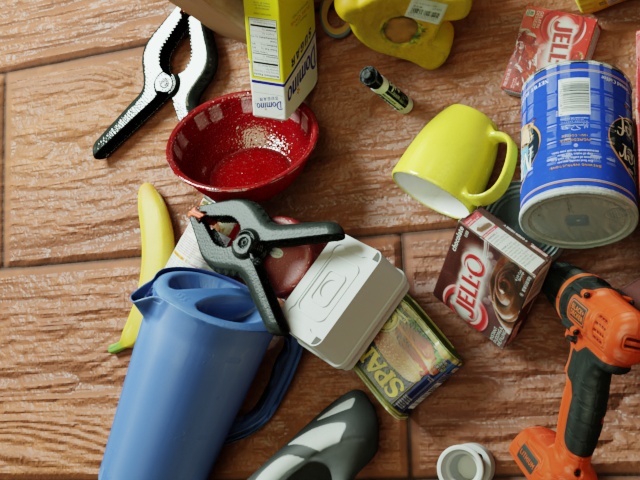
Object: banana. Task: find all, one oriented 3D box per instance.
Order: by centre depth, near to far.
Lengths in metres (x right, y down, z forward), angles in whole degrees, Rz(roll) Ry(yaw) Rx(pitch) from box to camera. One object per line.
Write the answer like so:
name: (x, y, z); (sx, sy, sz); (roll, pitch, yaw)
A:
banana: (-0.193, 0.035, 1.188); (0.070, 0.037, 0.198); (11, 87, 23)

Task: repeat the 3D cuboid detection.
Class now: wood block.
wood block: (-0.100, -0.272, 1.099); (0.091, 0.205, 0.090); (22, 91, 23)

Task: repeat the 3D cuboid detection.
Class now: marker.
marker: (0.066, -0.149, 1.060); (0.020, 0.121, 0.020); (-3, 81, 22)

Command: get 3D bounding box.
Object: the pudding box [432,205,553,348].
pudding box: (0.161, 0.036, 1.008); (0.090, 0.039, 0.114); (38, 140, 22)

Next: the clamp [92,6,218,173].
clamp: (-0.159, -0.165, 1.202); (0.165, 0.036, 0.210); (23, 94, 23)

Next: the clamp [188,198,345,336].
clamp: (-0.057, 0.001, 1.043); (0.172, 0.039, 0.120); (40, 88, 30)

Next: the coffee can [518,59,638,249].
coffee can: (0.233, -0.077, 0.969); (0.103, 0.102, 0.140); (-6, 60, 22)

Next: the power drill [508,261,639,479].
power drill: (0.223, 0.122, 0.957); (0.057, 0.184, 0.188); (9, 104, -9)

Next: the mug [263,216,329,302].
mug: (-0.029, 0.031, 1.096); (0.093, 0.081, 0.117); (-16, 77, 20)

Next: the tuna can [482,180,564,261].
tuna can: (0.198, -0.014, 1.034); (0.086, 0.033, 0.086); (-3, 82, 22)

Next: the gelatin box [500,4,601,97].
gelatin box: (0.226, -0.180, 1.047); (0.073, 0.030, 0.089); (18, 90, 23)

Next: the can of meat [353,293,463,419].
can of meat: (0.079, 0.111, 1.055); (0.084, 0.057, 0.102); (-43, 69, 9)

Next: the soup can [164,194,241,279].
soup can: (-0.119, 0.010, 1.144); (0.069, 0.068, 0.102); (31, 96, 23)

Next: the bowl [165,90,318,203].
bowl: (-0.078, -0.088, 1.124); (0.162, 0.055, 0.162); (-6, 46, 6)

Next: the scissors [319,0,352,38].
scissors: (0.022, -0.304, 1.157); (0.096, 0.016, 0.202); (-27, 73, 17)

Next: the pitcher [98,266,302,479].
pitcher: (-0.131, 0.160, 1.088); (0.149, 0.144, 0.243); (27, 108, 18)

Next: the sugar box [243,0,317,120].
sugar box: (-0.039, -0.220, 1.080); (0.048, 0.093, 0.176); (9, 129, 20)
